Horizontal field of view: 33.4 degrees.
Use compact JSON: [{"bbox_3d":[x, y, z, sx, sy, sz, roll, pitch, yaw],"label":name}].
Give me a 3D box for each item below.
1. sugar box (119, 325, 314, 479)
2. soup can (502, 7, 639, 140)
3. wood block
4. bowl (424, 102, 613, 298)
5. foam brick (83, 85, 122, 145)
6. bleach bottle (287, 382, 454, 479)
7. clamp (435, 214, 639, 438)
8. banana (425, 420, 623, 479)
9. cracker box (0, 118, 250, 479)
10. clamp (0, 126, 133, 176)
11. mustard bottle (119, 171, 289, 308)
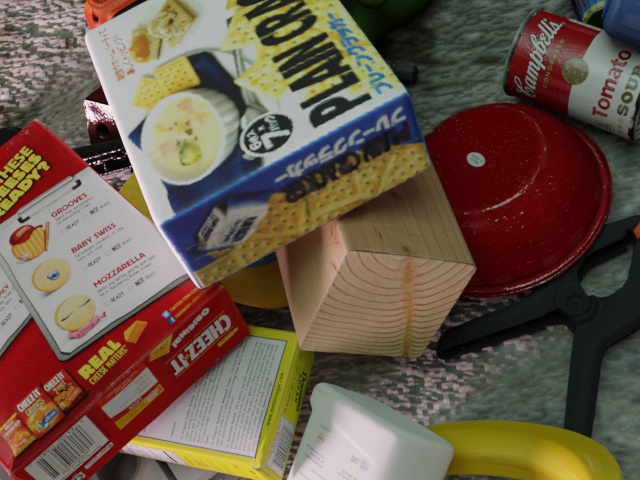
[{"bbox_3d":[-0.101,0.097,0.707,0.176,0.048,0.093,6,65,22],"label":"sugar box"},{"bbox_3d":[0.192,-0.120,0.769,0.102,0.068,0.068,26,77,24],"label":"soup can"},{"bbox_3d":[0.020,-0.031,0.723,0.090,0.091,0.206,7,42,-23],"label":"wood block"},{"bbox_3d":[0.118,-0.042,0.747,0.162,0.055,0.162,-13,53,18],"label":"bowl"},{"bbox_3d":[-0.142,-0.094,0.855,0.078,0.053,0.051,14,38,22],"label":"foam brick"},{"bbox_3d":[-0.007,0.224,0.670,0.103,0.068,0.251,23,89,55],"label":"bleach bottle"},{"bbox_3d":[0.176,0.058,0.716,0.171,0.039,0.120,-41,69,-2],"label":"clamp"},{"bbox_3d":[0.116,0.138,0.668,0.198,0.069,0.037,2,107,52],"label":"banana"},{"bbox_3d":[-0.177,0.040,0.691,0.164,0.072,0.214,-43,56,-14],"label":"cracker box"},{"bbox_3d":[-0.250,-0.031,0.853,0.210,0.036,0.164,19,71,38],"label":"clamp"},{"bbox_3d":[-0.055,0.001,0.784,0.192,0.058,0.096,17,44,10],"label":"mustard bottle"}]
